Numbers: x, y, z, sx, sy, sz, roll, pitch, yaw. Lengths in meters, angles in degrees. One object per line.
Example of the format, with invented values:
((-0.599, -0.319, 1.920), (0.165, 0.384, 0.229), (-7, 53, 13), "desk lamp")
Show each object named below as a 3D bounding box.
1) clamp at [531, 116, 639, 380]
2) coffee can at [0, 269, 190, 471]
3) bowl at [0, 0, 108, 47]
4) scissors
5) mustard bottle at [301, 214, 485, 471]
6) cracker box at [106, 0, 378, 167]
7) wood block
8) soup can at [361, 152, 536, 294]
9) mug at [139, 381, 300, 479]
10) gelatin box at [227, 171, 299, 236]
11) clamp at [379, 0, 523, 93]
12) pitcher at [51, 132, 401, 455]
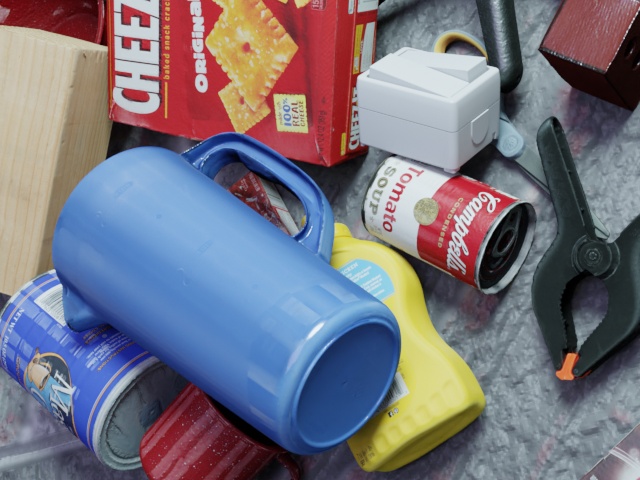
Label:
((0.189, 0.007, 0.678), (0.120, 0.039, 0.171), (5, 92, 38), "clamp")
((-0.175, 0.098, 0.836), (0.140, 0.102, 0.103), (32, 94, 32), "coffee can")
((-0.245, -0.176, 0.976), (0.162, 0.055, 0.162), (-8, 73, 28), "bowl")
((0.118, -0.062, 0.761), (0.096, 0.016, 0.202), (-33, 63, 21), "scissors")
((0.032, 0.059, 0.753), (0.096, 0.058, 0.192), (-39, 61, 23), "mustard bottle")
((-0.064, -0.157, 0.815), (0.214, 0.072, 0.164), (14, 112, 27), "cracker box")
((-0.237, -0.066, 0.881), (0.090, 0.090, 0.206), (16, 102, 14), "wood block")
((0.087, -0.014, 0.736), (0.102, 0.068, 0.068), (28, 92, 33), "soup can")
((-0.069, 0.153, 0.779), (0.117, 0.093, 0.082), (40, 106, -5), "mug")
((-0.055, 0.001, 0.835), (0.073, 0.030, 0.089), (-38, 62, 17), "gelatin box")
((0.096, -0.225, 0.758), (0.165, 0.036, 0.210), (24, 108, 35), "clamp")
((-0.058, 0.030, 0.723), (0.243, 0.144, 0.149), (31, 121, 38), "pitcher")
